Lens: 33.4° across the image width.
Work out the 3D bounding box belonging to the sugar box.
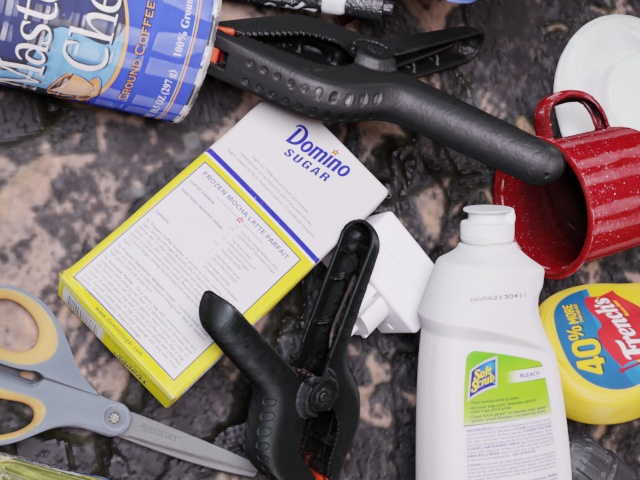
[{"bbox_3d":[-0.054,0.001,0.613,0.093,0.048,0.176,46,67,2],"label":"sugar box"}]

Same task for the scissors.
[{"bbox_3d":[-0.123,0.080,0.599,0.201,0.016,0.096,10,72,-30],"label":"scissors"}]

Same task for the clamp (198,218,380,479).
[{"bbox_3d":[-0.004,0.072,0.603,0.120,0.039,0.171,-30,130,-26],"label":"clamp"}]

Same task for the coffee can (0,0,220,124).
[{"bbox_3d":[-0.134,-0.126,0.566,0.140,0.103,0.103,10,81,-22],"label":"coffee can"}]

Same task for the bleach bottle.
[{"bbox_3d":[0.107,0.104,0.636,0.102,0.068,0.251,-5,101,-23],"label":"bleach bottle"}]

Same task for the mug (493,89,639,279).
[{"bbox_3d":[0.170,-0.040,0.694,0.081,0.093,0.117,-14,91,-28],"label":"mug"}]

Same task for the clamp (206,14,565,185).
[{"bbox_3d":[0.030,-0.101,0.633,0.209,0.164,0.036,11,123,-12],"label":"clamp"}]

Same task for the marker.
[{"bbox_3d":[-0.016,-0.147,0.634,0.121,0.020,0.020,10,80,6],"label":"marker"}]
